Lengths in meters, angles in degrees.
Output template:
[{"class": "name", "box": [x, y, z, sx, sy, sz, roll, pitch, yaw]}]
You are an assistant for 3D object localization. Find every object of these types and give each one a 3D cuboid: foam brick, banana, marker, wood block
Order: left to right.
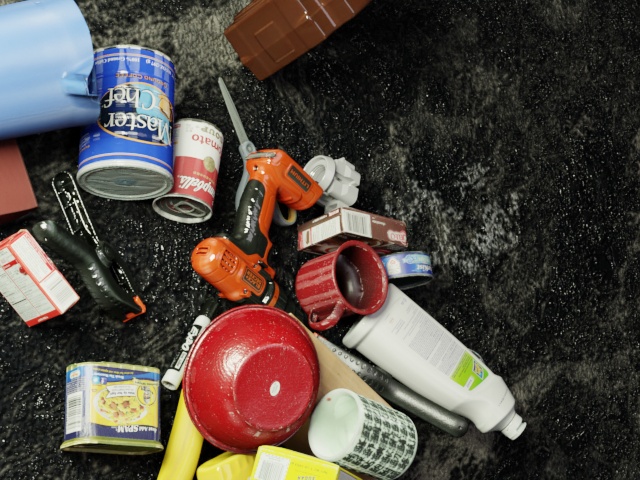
[{"class": "foam brick", "box": [-0.326, -0.057, 1.068, 0.051, 0.053, 0.078, -16, 87, -44]}, {"class": "banana", "box": [-0.141, 0.203, 1.140, 0.037, 0.070, 0.197, 14, 57, -3]}, {"class": "marker", "box": [-0.143, 0.114, 1.198, 0.020, 0.020, 0.121, 43, 51, -23]}, {"class": "wood block", "box": [-0.009, 0.190, 1.243, 0.206, 0.091, 0.090, 45, 51, -22]}]

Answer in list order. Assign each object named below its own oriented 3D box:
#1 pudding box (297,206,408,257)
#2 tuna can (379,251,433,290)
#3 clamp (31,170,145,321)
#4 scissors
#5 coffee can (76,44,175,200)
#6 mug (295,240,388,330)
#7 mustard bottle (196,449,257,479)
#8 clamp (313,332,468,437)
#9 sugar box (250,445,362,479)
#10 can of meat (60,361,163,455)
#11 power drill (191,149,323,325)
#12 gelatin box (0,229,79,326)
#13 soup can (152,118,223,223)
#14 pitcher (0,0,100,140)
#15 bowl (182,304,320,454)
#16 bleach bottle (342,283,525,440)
[{"class": "pudding box", "box": [0.041, -0.005, 1.356, 0.113, 0.090, 0.039, 15, 64, -37]}, {"class": "tuna can", "box": [0.104, 0.041, 1.400, 0.085, 0.086, 0.034, 5, 71, -41]}, {"class": "clamp", "box": [-0.239, 0.009, 1.116, 0.120, 0.039, 0.171, -90, 156, -49]}, {"class": "scissors", "box": [-0.098, -0.096, 1.314, 0.096, 0.016, 0.201, -42, 105, -42]}, {"class": "coffee can", "box": [-0.210, -0.127, 1.162, 0.102, 0.103, 0.140, 14, 66, -39]}, {"class": "mug", "box": [0.019, 0.064, 1.319, 0.093, 0.082, 0.117, 41, 52, -25]}, {"class": "mustard bottle", "box": [-0.071, 0.324, 1.162, 0.096, 0.058, 0.191, -13, 84, -62]}, {"class": "clamp", "box": [0.070, 0.178, 1.320, 0.210, 0.165, 0.036, 31, 81, -6]}, {"class": "sugar box", "box": [-0.002, 0.268, 1.166, 0.176, 0.093, 0.048, 53, 52, -61]}, {"class": "can of meat", "box": [-0.212, 0.172, 1.091, 0.101, 0.058, 0.084, 13, 66, -38]}, {"class": "power drill", "box": [-0.058, 0.002, 1.266, 0.184, 0.057, 0.187, 43, 55, -41]}, {"class": "gelatin box", "box": [-0.289, 0.038, 1.054, 0.089, 0.073, 0.030, 55, 48, -13]}, {"class": "soup can", "box": [-0.151, -0.080, 1.224, 0.068, 0.069, 0.102, 25, 59, -34]}, {"class": "pitcher", "box": [-0.345, -0.153, 1.016, 0.242, 0.149, 0.145, -17, 79, -27]}, {"class": "bowl", "box": [-0.060, 0.150, 1.120, 0.161, 0.055, 0.162, -1, 93, -27]}, {"class": "bleach bottle", "box": [0.154, 0.169, 1.361, 0.251, 0.068, 0.102, 40, 49, 0]}]
